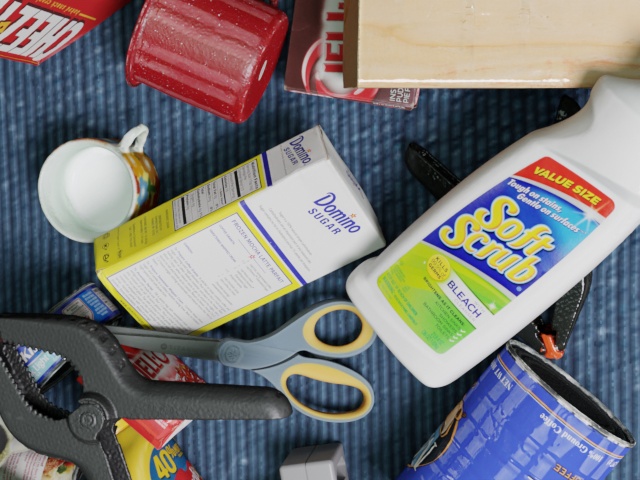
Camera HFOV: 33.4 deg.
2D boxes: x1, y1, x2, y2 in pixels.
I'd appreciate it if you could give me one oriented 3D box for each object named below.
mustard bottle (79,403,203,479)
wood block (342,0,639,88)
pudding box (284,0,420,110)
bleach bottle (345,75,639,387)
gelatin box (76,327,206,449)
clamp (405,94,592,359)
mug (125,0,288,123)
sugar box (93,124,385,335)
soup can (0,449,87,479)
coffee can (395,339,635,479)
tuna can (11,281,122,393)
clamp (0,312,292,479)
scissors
[{"bbox_3d":[-0.107,0.186,0.744,0.058,0.096,0.191,-36,88,12],"label":"mustard bottle"},{"bbox_3d":[0.120,-0.137,0.649,0.206,0.091,0.090,0,99,-4],"label":"wood block"},{"bbox_3d":[0.028,-0.149,0.716,0.090,0.039,0.113,9,97,9],"label":"pudding box"},{"bbox_3d":[0.126,-0.019,0.643,0.102,0.067,0.251,51,125,13],"label":"bleach bottle"},{"bbox_3d":[-0.118,0.100,0.741,0.073,0.089,0.030,41,101,4],"label":"gelatin box"},{"bbox_3d":[0.124,-0.004,0.714,0.120,0.039,0.171,-6,96,28],"label":"clamp"},{"bbox_3d":[-0.069,-0.139,0.718,0.081,0.093,0.117,24,63,2],"label":"mug"},{"bbox_3d":[-0.055,0.001,0.722,0.176,0.048,0.093,-27,132,9],"label":"sugar box"},{"bbox_3d":[-0.215,0.181,0.777,0.102,0.068,0.068,2,96,10],"label":"soup can"},{"bbox_3d":[0.119,0.150,0.696,0.103,0.102,0.140,38,100,5],"label":"coffee can"},{"bbox_3d":[-0.181,0.070,0.752,0.086,0.086,0.034,-44,89,11],"label":"tuna can"},{"bbox_3d":[-0.130,0.105,0.677,0.210,0.036,0.165,42,100,8],"label":"clamp"},{"bbox_3d":[-0.046,0.062,0.731,0.201,0.016,0.096,26,92,-13],"label":"scissors"}]
